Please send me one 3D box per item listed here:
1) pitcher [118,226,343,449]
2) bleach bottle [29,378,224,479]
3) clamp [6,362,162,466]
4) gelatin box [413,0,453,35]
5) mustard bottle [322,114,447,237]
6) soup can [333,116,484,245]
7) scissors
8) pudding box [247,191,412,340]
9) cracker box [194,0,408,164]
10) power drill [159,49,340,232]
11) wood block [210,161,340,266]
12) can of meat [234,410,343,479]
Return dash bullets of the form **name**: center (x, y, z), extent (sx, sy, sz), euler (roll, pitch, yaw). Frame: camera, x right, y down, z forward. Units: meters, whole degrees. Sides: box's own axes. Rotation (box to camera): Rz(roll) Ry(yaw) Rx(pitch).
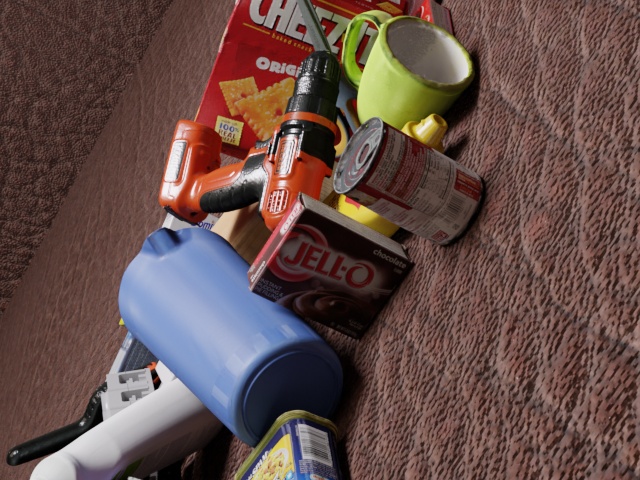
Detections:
- **pitcher**: center (-0.079, 0.097, 0.980), extent (0.243, 0.149, 0.145), euler (36, 107, 53)
- **bleach bottle**: center (-0.192, 0.202, 1.044), extent (0.250, 0.068, 0.103), euler (-20, -31, -56)
- **clamp**: center (-0.279, 0.235, 1.337), extent (0.210, 0.164, 0.036), euler (-54, 40, 0)
- **gelatin box**: center (0.100, -0.193, 1.072), extent (0.073, 0.030, 0.089), euler (-50, 24, 33)
- **mustard bottle**: center (0.051, -0.041, 0.965), extent (0.192, 0.058, 0.096), euler (-49, 25, 33)
- **soup can**: center (0.071, -0.046, 0.855), extent (0.069, 0.102, 0.068), euler (-51, 23, 31)
- **scissors**: center (-0.002, -0.160, 1.049), extent (0.096, 0.201, 0.016), euler (-25, 18, 39)
- **pudding box**: center (0.007, 0.023, 0.912), extent (0.090, 0.113, 0.039), euler (-56, 23, 21)
- **cracker box**: center (-0.026, -0.172, 1.100), extent (0.072, 0.164, 0.214), euler (-82, 14, -53)
- **power drill**: center (-0.066, -0.089, 1.030), extent (0.188, 0.057, 0.184), euler (-4, 66, 41)
- **wood block**: center (-0.058, 0.001, 1.136), extent (0.206, 0.090, 0.090), euler (-48, 24, 37)
- **can of meat**: center (-0.024, 0.202, 0.852), extent (0.102, 0.057, 0.084), euler (-55, 24, 24)
